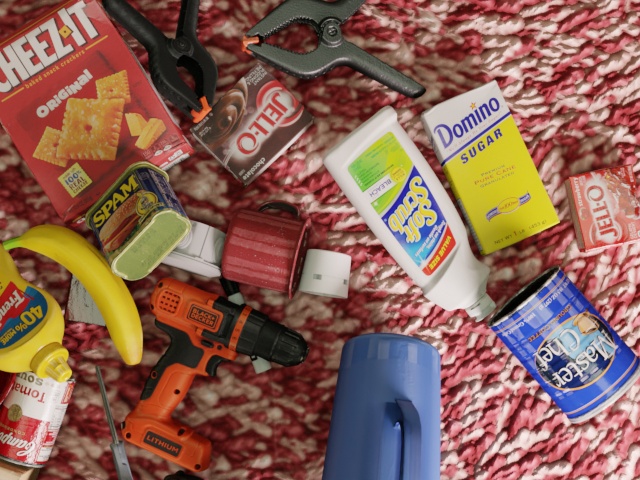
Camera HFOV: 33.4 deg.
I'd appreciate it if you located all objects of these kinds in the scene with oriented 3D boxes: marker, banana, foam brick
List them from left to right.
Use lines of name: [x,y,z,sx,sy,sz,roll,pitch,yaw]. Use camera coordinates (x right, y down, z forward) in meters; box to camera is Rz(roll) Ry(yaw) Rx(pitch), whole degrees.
banana: [-0.250,0.045,1.149,0.198,0.037,0.070,43,112,4]
foam brick: [-0.251,0.055,1.192,0.051,0.053,0.078,10,87,1]
marker: [-0.086,0.091,1.205,0.020,0.020,0.121,-22,87,-1]

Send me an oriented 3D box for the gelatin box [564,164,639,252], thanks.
gelatin box: [0.321,-0.036,1.202,0.073,0.030,0.089,-11,87,0]

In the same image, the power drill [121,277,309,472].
power drill: [-0.124,0.153,1.174,0.184,0.057,0.187,22,92,8]

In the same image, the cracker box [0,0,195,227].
cracker box: [-0.266,-0.148,1.191,0.164,0.072,0.214,-32,87,-2]

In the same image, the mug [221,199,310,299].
mug: [-0.058,0.001,1.182,0.081,0.093,0.117,13,57,5]

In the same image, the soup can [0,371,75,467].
soup can: [-0.319,0.190,1.179,0.068,0.068,0.102,19,87,1]

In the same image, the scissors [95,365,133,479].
scissors: [-0.223,0.246,1.185,0.016,0.096,0.202,-13,64,-19]

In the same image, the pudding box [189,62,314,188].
pudding box: [-0.076,-0.130,1.205,0.090,0.039,0.113,45,88,4]

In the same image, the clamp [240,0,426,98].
clamp: [0.018,-0.223,1.202,0.210,0.036,0.164,-15,87,-9]

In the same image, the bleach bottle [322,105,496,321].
bleach bottle: [0.114,-0.022,1.189,0.102,0.068,0.251,-38,90,1]

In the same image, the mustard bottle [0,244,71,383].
mustard bottle: [-0.334,0.085,1.149,0.192,0.058,0.096,41,67,21]

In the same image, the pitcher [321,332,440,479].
pitcher: [0.069,0.222,1.109,0.149,0.144,0.243,-9,64,32]

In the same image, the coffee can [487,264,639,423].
coffee can: [0.266,0.112,1.160,0.103,0.103,0.140,-41,88,-2]

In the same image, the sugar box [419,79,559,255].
sugar box: [0.189,-0.081,1.198,0.093,0.048,0.176,-24,89,-1]

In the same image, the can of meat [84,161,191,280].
can of meat: [-0.195,-0.019,1.142,0.102,0.057,0.084,-45,49,13]

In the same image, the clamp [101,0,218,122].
clamp: [-0.156,-0.217,1.189,0.120,0.039,0.171,-28,88,-29]
